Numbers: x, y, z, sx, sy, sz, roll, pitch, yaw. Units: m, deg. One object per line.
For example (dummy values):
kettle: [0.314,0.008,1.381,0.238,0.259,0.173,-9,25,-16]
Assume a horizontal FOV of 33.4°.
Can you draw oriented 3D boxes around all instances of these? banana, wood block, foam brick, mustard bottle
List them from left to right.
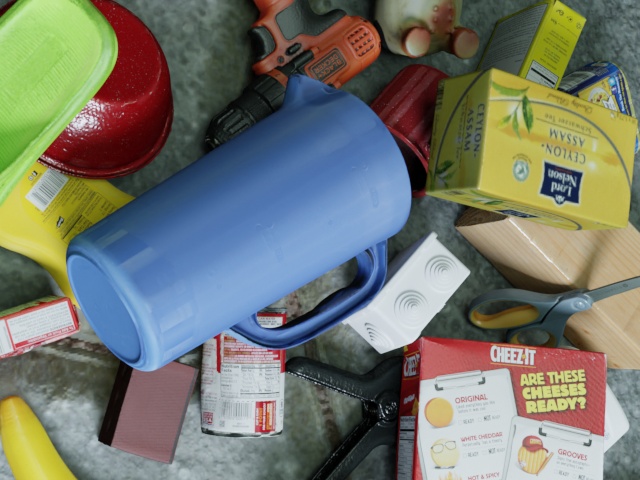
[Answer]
banana: [-0.180,0.200,0.825,0.197,0.037,0.069,39,56,-18]
mustard bottle: [-0.170,0.003,0.825,0.191,0.058,0.096,41,63,-16]
foam brick: [-0.136,0.129,0.836,0.051,0.053,0.078,19,79,-21]
wood block: [0.237,0.019,0.982,0.206,0.090,0.090,43,71,-15]

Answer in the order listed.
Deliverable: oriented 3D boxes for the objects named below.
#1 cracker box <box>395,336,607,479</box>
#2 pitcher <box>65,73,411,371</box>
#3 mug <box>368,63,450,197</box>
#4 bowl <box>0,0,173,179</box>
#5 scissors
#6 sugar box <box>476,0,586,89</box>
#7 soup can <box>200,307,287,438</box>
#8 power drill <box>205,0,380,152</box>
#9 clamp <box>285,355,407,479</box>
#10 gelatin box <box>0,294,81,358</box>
cracker box: [0.147,0.195,0.885,0.164,0.072,0.213,6,79,-10]
pitcher: [-0.055,0.001,0.789,0.242,0.145,0.149,-33,66,-29]
mug: [0.087,-0.096,0.913,0.081,0.117,0.093,-50,124,-23]
bowl: [-0.173,-0.129,0.803,0.161,0.055,0.162,16,59,-29]
scissors: [0.228,0.065,0.935,0.096,0.202,0.016,54,42,-35]
sugar box: [0.167,-0.125,0.958,0.048,0.093,0.176,27,78,-20]
soup can: [-0.062,0.104,0.861,0.068,0.069,0.102,3,86,-23]
power drill: [-0.060,-0.182,0.885,0.184,0.057,0.187,-39,105,-24]
clamp: [0.048,0.155,0.922,0.171,0.039,0.120,-2,94,-24]
gelatin box: [-0.228,0.067,0.789,0.089,0.073,0.030,-18,95,-24]
